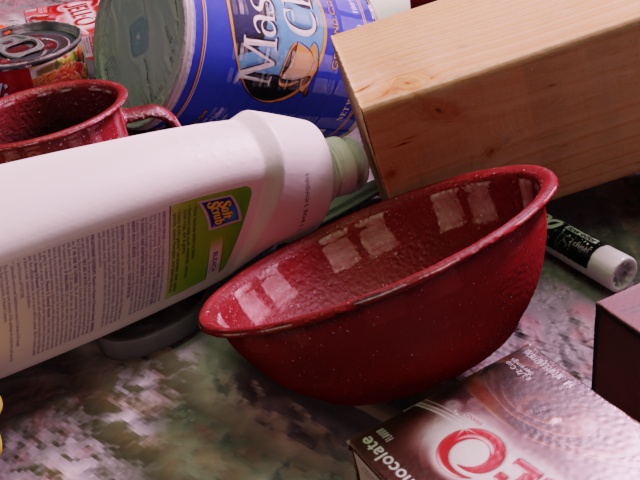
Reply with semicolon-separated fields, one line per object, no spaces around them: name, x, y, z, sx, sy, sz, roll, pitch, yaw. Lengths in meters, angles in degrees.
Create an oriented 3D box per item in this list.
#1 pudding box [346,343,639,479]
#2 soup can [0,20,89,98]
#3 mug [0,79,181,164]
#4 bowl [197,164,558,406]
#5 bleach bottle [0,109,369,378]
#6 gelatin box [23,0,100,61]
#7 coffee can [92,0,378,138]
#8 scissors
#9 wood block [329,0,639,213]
pudding box;0.077;0.094;0.379;0.089;0.039;0.114;-23;35;-24
soup can;-0.164;-0.070;0.632;0.068;0.102;0.068;-5;32;3
mug;-0.124;-0.033;0.556;0.117;0.081;0.093;-19;27;-15
bowl;0.032;0.024;0.455;0.162;0.055;0.162;-22;12;5
bleach bottle;-0.088;-0.001;0.497;0.250;0.103;0.068;-18;52;-29
gelatin box;-0.201;-0.170;0.869;0.073;0.030;0.089;-13;32;-10
coffee can;-0.048;-0.113;0.633;0.140;0.103;0.103;0;22;-39
scissors;-0.054;0.001;0.579;0.096;0.016;0.201;17;39;34
wood block;0.121;-0.084;0.555;0.206;0.090;0.091;-18;36;2
